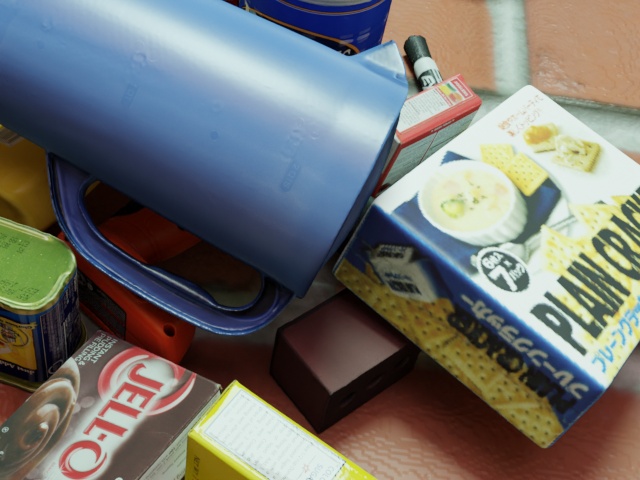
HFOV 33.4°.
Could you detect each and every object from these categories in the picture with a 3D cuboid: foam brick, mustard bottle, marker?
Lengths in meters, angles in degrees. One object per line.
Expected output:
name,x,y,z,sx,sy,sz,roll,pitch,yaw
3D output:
foam brick,0.016,0.066,0.630,0.078,0.053,0.051,-30,63,-27
mustard bottle,-0.141,-0.083,0.687,0.096,0.058,0.191,18,54,46
marker,0.087,-0.109,0.796,0.020,0.020,0.121,-7,55,-15

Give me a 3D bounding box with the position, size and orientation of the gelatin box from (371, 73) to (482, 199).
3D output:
gelatin box,0.059,-0.064,0.712,0.073,0.089,0.030,-28,72,-28

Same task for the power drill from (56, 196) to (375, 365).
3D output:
power drill,-0.054,0.001,0.667,0.184,0.057,0.187,37,54,19

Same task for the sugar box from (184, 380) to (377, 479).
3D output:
sugar box,0.012,0.153,0.537,0.176,0.093,0.048,34,57,16

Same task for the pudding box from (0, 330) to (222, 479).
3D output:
pudding box,-0.117,0.108,0.568,0.090,0.039,0.113,19,50,30

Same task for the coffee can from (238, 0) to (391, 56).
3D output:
coffee can,-0.007,-0.146,0.731,0.102,0.140,0.103,5,52,-6

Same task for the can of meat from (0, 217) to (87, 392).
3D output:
can of meat,-0.186,0.031,0.601,0.102,0.084,0.057,18,52,4

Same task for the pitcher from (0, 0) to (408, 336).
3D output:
pitcher,-0.086,-0.068,0.585,0.243,0.145,0.149,26,45,0
